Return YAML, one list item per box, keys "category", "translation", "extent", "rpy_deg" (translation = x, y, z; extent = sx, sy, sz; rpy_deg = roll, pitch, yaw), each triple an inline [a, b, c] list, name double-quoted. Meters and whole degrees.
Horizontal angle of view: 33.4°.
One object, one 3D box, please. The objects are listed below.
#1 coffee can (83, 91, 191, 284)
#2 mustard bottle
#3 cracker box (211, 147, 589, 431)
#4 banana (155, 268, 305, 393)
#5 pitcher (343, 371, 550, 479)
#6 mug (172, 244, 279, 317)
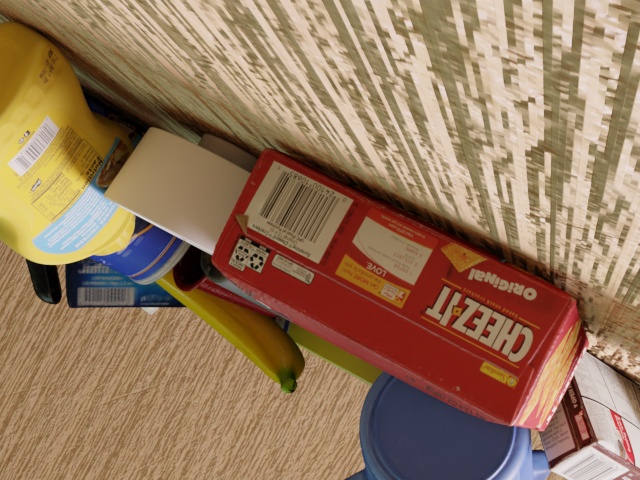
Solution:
- category: "coffee can"
  translation: [-0.161, -0.044, 0.748]
  extent: [0.140, 0.103, 0.103]
  rpy_deg: [30, 175, -30]
- category: "mustard bottle"
  translation: [-0.156, -0.038, 0.625]
  extent: [0.058, 0.096, 0.191]
  rpy_deg: [30, 167, 24]
- category: "cracker box"
  translation: [0.054, 0.038, 0.576]
  extent: [0.164, 0.072, 0.213]
  rpy_deg: [27, 177, 19]
- category: "banana"
  translation: [-0.077, 0.053, 0.838]
  extent: [0.198, 0.037, 0.069]
  rpy_deg: [37, 174, 22]
- category: "pitcher"
  translation: [0.082, 0.168, 0.770]
  extent: [0.145, 0.149, 0.243]
  rpy_deg: [23, 161, 18]
- category: "mug"
  translation: [-0.055, 0.001, 0.812]
  extent: [0.081, 0.093, 0.117]
  rpy_deg: [24, -153, -28]
